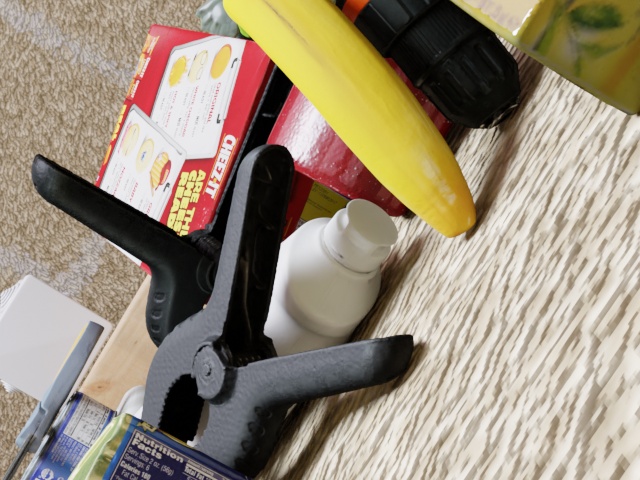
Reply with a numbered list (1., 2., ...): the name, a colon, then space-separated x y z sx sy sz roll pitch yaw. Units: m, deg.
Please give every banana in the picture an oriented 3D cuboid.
1. banana: 0.003 -0.078 0.467 0.037 0.069 0.198 -41 49 3

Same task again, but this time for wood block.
1. wood block: -0.119 0.069 0.908 0.206 0.090 0.090 -56 9 21

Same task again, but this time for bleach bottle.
1. bleach bottle: -0.043 0.076 0.548 0.251 0.068 0.102 -51 10 35

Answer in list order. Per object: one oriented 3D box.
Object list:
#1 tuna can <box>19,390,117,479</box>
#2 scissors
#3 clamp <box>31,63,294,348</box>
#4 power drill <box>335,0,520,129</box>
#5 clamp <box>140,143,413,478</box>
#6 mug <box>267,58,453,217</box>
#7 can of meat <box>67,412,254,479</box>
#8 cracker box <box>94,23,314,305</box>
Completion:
1. tuna can: -0.175 0.147 0.728 0.086 0.033 0.086 -57 9 13
2. scissors: -0.193 0.133 0.705 0.096 0.016 0.201 -53 10 40
3. clamp: -0.054 0.001 0.605 0.164 0.210 0.036 -32 41 -19
4. power drill: 0.075 -0.167 0.466 0.188 0.184 0.057 -39 -4 5
5. clamp: -0.028 0.058 0.458 0.120 0.039 0.172 53 126 41
6. mug: 0.029 -0.063 0.560 0.081 0.093 0.117 -63 -23 6
7. can of meat: -0.067 0.123 0.441 0.102 0.084 0.057 -49 14 50
8. cracker box: -0.081 -0.056 0.738 0.214 0.072 0.164 26 96 58
